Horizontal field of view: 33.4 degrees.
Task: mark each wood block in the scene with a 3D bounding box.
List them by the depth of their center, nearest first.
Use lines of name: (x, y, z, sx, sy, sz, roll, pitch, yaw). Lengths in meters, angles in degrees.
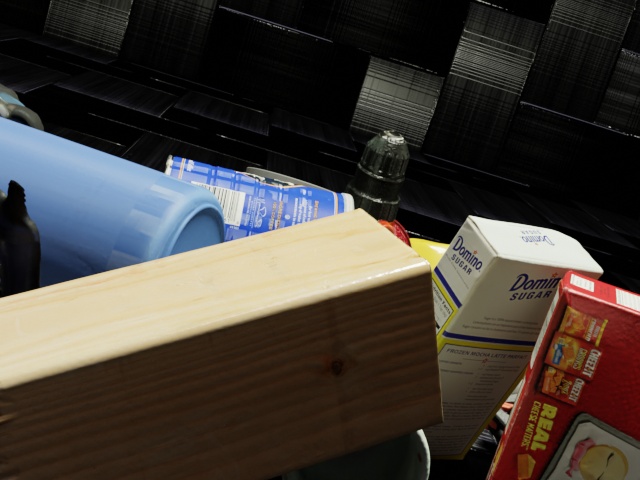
wood block: (-0.055, 0.061, 0.511, 0.205, 0.091, 0.090, -14, 23, -16)

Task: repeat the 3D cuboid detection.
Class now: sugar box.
sugar box: (0.093, 0.068, 0.687, 0.093, 0.176, 0.048, 9, 33, -34)

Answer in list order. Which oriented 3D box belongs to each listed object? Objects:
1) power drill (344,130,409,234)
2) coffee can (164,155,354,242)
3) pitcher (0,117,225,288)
power drill: (0.068, 0.021, 0.901, 0.057, 0.184, 0.188, 2, 27, -30)
coffee can: (-0.055, 0.001, 0.799, 0.140, 0.103, 0.103, 12, 12, -8)
pitcher: (-0.188, -0.006, 0.703, 0.243, 0.145, 0.149, 16, 18, 17)
